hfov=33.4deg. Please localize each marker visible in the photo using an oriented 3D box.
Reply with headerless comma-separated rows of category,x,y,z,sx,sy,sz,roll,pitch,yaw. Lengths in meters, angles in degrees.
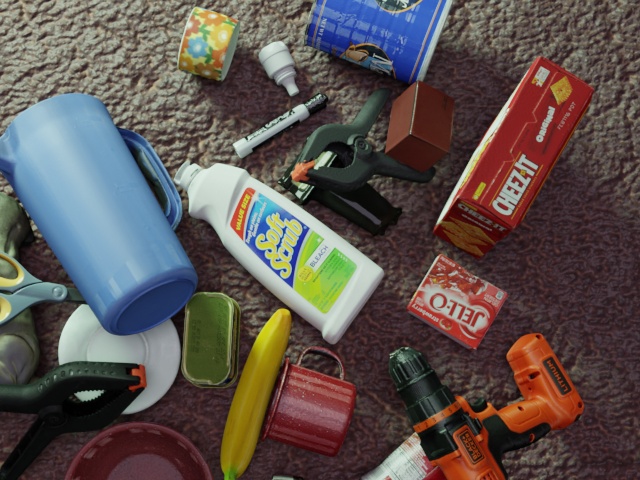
marker,-0.043,-0.132,1.212,0.121,0.020,0.020,-32,84,-5

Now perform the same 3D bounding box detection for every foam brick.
foam brick,0.109,-0.124,1.167,0.053,0.051,0.078,25,55,-20

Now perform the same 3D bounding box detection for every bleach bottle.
bleach bottle,-0.058,0.001,1.172,0.251,0.068,0.102,35,82,6

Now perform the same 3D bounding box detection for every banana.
banana,-0.070,0.171,1.144,0.037,0.070,0.197,22,72,-20

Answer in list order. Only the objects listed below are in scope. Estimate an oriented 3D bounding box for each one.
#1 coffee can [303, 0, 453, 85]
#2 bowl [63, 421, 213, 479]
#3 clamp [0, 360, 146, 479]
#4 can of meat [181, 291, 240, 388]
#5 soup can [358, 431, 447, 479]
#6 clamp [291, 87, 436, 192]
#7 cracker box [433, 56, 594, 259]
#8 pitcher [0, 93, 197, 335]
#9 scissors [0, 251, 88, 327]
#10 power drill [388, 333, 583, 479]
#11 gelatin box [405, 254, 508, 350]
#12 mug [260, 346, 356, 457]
coffee can,0.064,-0.241,1.188,0.140,0.103,0.103,21,82,2
bowl,-0.190,0.272,1.132,0.162,0.055,0.162,0,82,-1
clamp,-0.277,0.180,1.103,0.210,0.164,0.036,-15,43,-2
can of meat,-0.117,0.107,1.143,0.057,0.084,0.102,2,82,-1
soup can,0.099,0.248,1.134,0.102,0.068,0.068,-39,84,-6
clamp,0.039,-0.107,1.173,0.171,0.039,0.120,-11,67,-33
cracker box,0.195,-0.076,1.109,0.072,0.214,0.164,30,82,3
pitcher,-0.221,-0.027,1.114,0.149,0.145,0.243,-34,68,-3
scissors,-0.285,0.070,1.099,0.201,0.016,0.096,24,64,-13
power drill,0.174,0.167,1.114,0.187,0.057,0.184,-25,82,-33
gelatin box,0.151,0.069,1.180,0.089,0.030,0.073,32,83,4
mug,-0.008,0.170,1.138,0.081,0.093,0.117,18,64,-3
